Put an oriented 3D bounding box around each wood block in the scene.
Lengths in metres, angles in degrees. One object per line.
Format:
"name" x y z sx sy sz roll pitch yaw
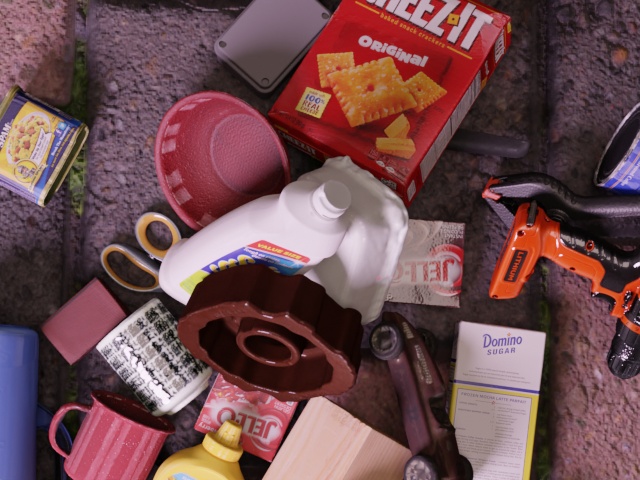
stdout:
"wood block" -0.007 0.270 1.063 0.090 0.090 0.206 36 83 -45

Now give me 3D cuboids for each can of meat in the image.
"can of meat" -0.299 -0.096 1.101 0.084 0.057 0.102 28 86 -4

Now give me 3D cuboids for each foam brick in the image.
"foam brick" -0.239 0.082 1.095 0.078 0.053 0.051 -42 90 -4

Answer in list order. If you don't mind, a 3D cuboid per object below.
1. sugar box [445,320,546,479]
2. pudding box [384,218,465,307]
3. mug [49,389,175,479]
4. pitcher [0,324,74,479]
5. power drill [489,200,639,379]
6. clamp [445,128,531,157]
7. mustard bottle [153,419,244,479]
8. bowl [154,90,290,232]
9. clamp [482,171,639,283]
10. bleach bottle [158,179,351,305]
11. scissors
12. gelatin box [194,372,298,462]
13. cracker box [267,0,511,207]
"sugar box" 0.178 0.177 1.119 0.093 0.048 0.176 9 83 -1
"pudding box" 0.094 0.023 1.126 0.113 0.039 0.090 4 87 -3
"mug" -0.214 0.202 1.067 0.117 0.093 0.081 26 90 -23
"pitcher" -0.331 0.205 1.053 0.145 0.149 0.243 1 83 11
"power drill" 0.275 0.048 1.102 0.187 0.057 0.185 17 122 5
"clamp" 0.108 -0.118 1.134 0.210 0.036 0.164 -33 80 -4
"mustard bottle" -0.129 0.268 1.073 0.096 0.058 0.191 26 94 -5
"bowl" -0.089 -0.080 1.090 0.162 0.055 0.162 12 115 26
"clamp" 0.257 -0.030 1.114 0.171 0.039 0.120 29 123 0
"bleach bottle" -0.057 0.001 1.010 0.102 0.251 0.068 32 55 -18
"scissors" -0.131 0.041 1.122 0.201 0.016 0.096 24 85 -2
"gelatin box" -0.076 0.179 1.109 0.089 0.030 0.073 25 85 -1
"cracker box" 0.072 -0.166 1.092 0.164 0.072 0.213 30 79 15
